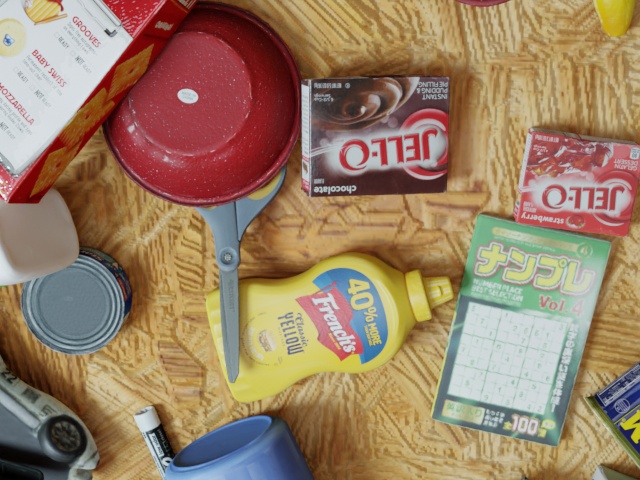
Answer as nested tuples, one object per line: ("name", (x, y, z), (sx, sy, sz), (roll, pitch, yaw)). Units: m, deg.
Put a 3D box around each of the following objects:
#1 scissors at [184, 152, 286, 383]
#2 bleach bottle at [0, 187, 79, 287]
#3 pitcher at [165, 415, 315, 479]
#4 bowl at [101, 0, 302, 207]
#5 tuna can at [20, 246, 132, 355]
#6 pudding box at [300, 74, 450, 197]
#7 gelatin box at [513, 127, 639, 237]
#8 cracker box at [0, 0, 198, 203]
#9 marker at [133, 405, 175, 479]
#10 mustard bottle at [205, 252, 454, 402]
("scissors", (-0.055, 0.001, 0.835), (0.096, 0.016, 0.202), (-18, 82, -2))
("bleach bottle", (-0.321, 0.026, 0.845), (0.251, 0.102, 0.068), (-17, 93, 24))
("pitcher", (-0.041, 0.276, 0.862), (0.145, 0.149, 0.243), (-21, 97, 8))
("bowl", (-0.094, -0.107, 0.805), (0.162, 0.055, 0.162), (0, 89, 4))
("tuna can", (-0.199, 0.048, 0.875), (0.086, 0.033, 0.086), (1, 102, 4))
("pudding box", (0.042, -0.081, 0.817), (0.113, 0.039, 0.090), (-2, 102, -10))
("gelatin box", (0.201, -0.045, 0.830), (0.089, 0.030, 0.073), (8, 103, 2))
("cracker box", (-0.206, -0.157, 0.755), (0.164, 0.072, 0.214), (40, 95, 3))
("marker", (-0.127, 0.199, 0.911), (0.020, 0.020, 0.121), (-21, 100, 8))
("mustard bottle", (0.012, 0.061, 0.852), (0.191, 0.058, 0.096), (-15, 94, 6))
